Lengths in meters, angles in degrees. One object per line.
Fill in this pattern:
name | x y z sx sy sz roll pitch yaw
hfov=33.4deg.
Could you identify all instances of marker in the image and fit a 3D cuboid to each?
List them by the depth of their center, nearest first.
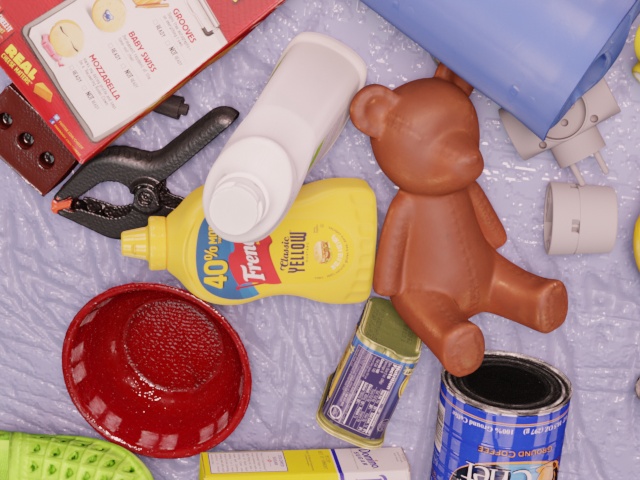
marker | -0.162 -0.118 0.839 0.121 0.020 0.020 16 112 3

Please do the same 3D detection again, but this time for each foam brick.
foam brick | -0.224 -0.085 0.844 0.078 0.051 0.053 43 111 -7

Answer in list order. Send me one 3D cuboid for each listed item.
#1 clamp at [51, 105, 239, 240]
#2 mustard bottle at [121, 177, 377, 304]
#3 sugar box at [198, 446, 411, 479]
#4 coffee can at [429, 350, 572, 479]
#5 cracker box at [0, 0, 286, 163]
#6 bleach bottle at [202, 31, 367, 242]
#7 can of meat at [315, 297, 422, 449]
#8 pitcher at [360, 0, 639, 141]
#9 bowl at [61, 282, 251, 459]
clamp | -0.131 -0.050 0.849 0.171 0.039 0.120 1 109 4
mustard bottle | -0.055 0.001 0.816 0.191 0.058 0.096 0 110 -9
sugar box | -0.015 0.226 0.902 0.176 0.048 0.093 1 111 -9
coffee can | 0.140 0.173 0.853 0.103 0.102 0.140 6 111 7
cracker box | -0.139 -0.185 0.771 0.214 0.072 0.164 -37 99 13
bleach bottle | -0.026 -0.067 0.710 0.068 0.250 0.103 27 112 -2
can of meat | 0.042 0.101 0.844 0.057 0.102 0.084 23 110 1
pitcher | 0.093 -0.190 0.689 0.243 0.145 0.149 36 105 9
bowl | -0.131 0.100 0.896 0.162 0.055 0.162 3 111 8
